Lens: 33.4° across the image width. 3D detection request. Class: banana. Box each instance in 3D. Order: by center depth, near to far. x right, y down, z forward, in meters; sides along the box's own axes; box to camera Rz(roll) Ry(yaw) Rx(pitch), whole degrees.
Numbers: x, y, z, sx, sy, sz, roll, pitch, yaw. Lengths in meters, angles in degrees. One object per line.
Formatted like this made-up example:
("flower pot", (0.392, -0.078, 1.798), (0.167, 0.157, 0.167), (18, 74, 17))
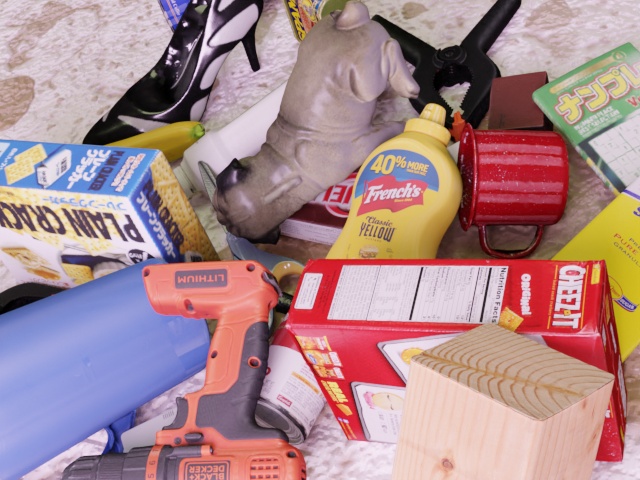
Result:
("banana", (-0.199, -0.095, 1.130), (0.198, 0.069, 0.037), (-16, 79, 18))

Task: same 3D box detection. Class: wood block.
("wood block", (0.099, 0.169, 0.649), (0.091, 0.206, 0.090), (23, 25, 37))

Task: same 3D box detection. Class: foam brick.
("foam brick", (0.188, -0.111, 0.996), (0.053, 0.051, 0.078), (-4, 47, 20))

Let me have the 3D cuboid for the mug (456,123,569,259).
("mug", (0.164, -0.042, 0.916), (0.081, 0.093, 0.117), (1, 86, -2))

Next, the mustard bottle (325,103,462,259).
("mustard bottle", (0.070, -0.029, 0.919), (0.096, 0.058, 0.191), (11, 74, 36))

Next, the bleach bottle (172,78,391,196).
("bleach bottle", (-0.045, -0.121, 1.081), (0.251, 0.068, 0.102), (-34, 1, -2))

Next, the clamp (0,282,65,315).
("clamp", (-0.321, 0.076, 1.035), (0.171, 0.039, 0.120), (-20, 49, -5))

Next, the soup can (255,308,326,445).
("soup can", (-0.017, 0.105, 0.862), (0.069, 0.068, 0.102), (14, 56, 32))

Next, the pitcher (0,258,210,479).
("pitcher", (-0.211, 0.117, 0.869), (0.242, 0.149, 0.145), (-25, 53, -29))

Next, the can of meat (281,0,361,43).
("can of meat", (0.007, -0.245, 1.160), (0.057, 0.102, 0.084), (-34, 47, -12))

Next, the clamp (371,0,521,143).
("clamp", (0.143, -0.184, 1.092), (0.164, 0.036, 0.210), (-16, 47, 7))

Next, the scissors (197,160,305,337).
("scissors", (-0.056, 0.001, 0.981), (0.096, 0.016, 0.202), (-10, 61, 1))

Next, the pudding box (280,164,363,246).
("pudding box", (0.003, -0.042, 1.014), (0.114, 0.039, 0.090), (10, 54, 29))

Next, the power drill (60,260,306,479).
("power drill", (-0.100, 0.112, 0.799), (0.184, 0.057, 0.187), (-3, 70, 9))

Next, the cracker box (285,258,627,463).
("cracker box", (0.103, 0.084, 0.766), (0.214, 0.164, 0.072), (0, 51, 22))
